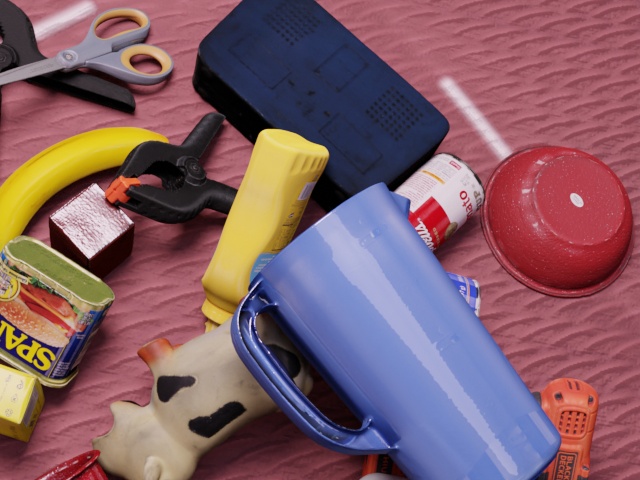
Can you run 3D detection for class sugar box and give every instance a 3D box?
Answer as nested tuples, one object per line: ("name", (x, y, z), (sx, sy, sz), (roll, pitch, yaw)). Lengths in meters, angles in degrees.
("sugar box", (-0.312, 0.108, 0.847), (0.176, 0.093, 0.048), (17, 68, -4))

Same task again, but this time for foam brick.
("foam brick", (-0.197, -0.003, 0.920), (0.051, 0.078, 0.053), (45, 66, 7))

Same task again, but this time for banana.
("banana", (-0.226, -0.054, 0.951), (0.197, 0.037, 0.069), (-40, 126, -19))

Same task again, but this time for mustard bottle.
("mustard bottle", (-0.056, 0.001, 0.922), (0.058, 0.096, 0.192), (25, 102, 11))

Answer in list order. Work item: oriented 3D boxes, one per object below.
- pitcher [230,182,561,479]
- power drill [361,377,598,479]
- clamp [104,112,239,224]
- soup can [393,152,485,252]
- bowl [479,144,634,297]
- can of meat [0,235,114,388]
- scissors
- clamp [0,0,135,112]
("pitcher", (0.058, 0.092, 0.797), (0.149, 0.144, 0.243), (-40, 82, 16))
("power drill", (0.130, 0.195, 0.898), (0.187, 0.057, 0.184), (6, 107, 0))
("clamp", (-0.111, -0.048, 0.944), (0.120, 0.039, 0.171), (50, 40, 9))
("soup can", (0.096, -0.026, 0.992), (0.102, 0.069, 0.068), (-41, 82, -22))
("bowl", (0.239, -0.029, 1.029), (0.162, 0.055, 0.162), (4, 69, -10))
("can of meat", (-0.231, 0.057, 0.880), (0.102, 0.057, 0.084), (32, 107, 1))
("scissors", (-0.210, -0.153, 0.968), (0.096, 0.016, 0.201), (41, 47, 2))
("clamp", (-0.282, -0.161, 0.982), (0.164, 0.036, 0.210), (-28, 82, -21))
